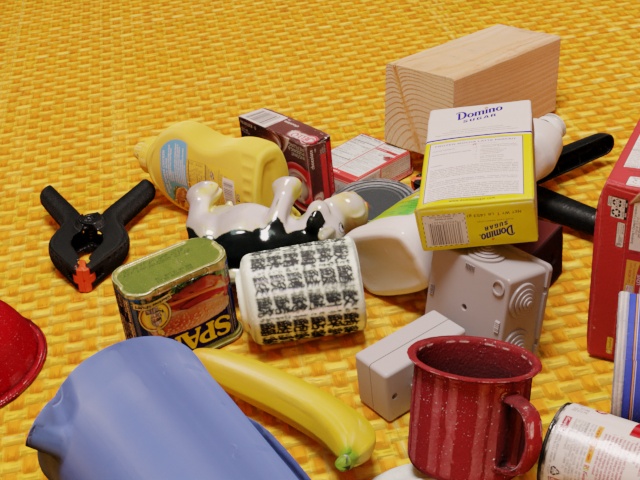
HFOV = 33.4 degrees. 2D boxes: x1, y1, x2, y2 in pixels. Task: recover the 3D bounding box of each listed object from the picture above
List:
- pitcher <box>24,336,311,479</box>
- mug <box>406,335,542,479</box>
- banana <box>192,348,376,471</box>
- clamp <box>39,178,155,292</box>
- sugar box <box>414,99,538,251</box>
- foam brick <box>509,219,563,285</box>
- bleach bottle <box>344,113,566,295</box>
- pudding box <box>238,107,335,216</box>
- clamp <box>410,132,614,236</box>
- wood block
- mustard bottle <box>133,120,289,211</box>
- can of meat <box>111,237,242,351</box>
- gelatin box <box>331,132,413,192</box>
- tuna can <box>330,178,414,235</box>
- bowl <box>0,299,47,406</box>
[{"bbox_3d":[-0.065,0.176,0.684,0.149,0.145,0.243,-35,44,-18],"label":"pitcher"},{"bbox_3d":[0.110,0.122,0.738,0.093,0.081,0.117,-5,16,-33],"label":"mug"},{"bbox_3d":[-0.020,0.123,0.806,0.198,0.069,0.037,23,86,46],"label":"banana"},{"bbox_3d":[-0.240,-0.011,1.075,0.120,0.039,0.171,-4,33,8],"label":"clamp"},{"bbox_3d":[0.133,-0.058,0.891,0.093,0.048,0.176,-5,29,14],"label":"sugar box"},{"bbox_3d":[0.172,0.020,0.935,0.051,0.053,0.078,17,40,33],"label":"foam brick"},{"bbox_3d":[0.139,-0.045,0.985,0.250,0.068,0.103,-38,15,-31],"label":"bleach bottle"},{"bbox_3d":[-0.033,-0.079,1.094,0.039,0.090,0.114,-26,36,-30],"label":"pudding box"},{"bbox_3d":[0.195,-0.049,1.053,0.210,0.036,0.164,-5,35,8],"label":"clamp"},{"bbox_3d":[0.168,-0.166,1.164,0.090,0.091,0.205,21,34,37],"label":"wood block"},{"bbox_3d":[-0.121,-0.072,1.093,0.192,0.096,0.058,18,38,34],"label":"mustard bottle"},{"bbox_3d":[-0.122,0.054,0.909,0.102,0.084,0.058,-24,36,-25],"label":"can of meat"},{"bbox_3d":[0.042,-0.077,1.133,0.089,0.030,0.073,-30,38,-35],"label":"gelatin box"},{"bbox_3d":[0.052,-0.026,1.046,0.086,0.034,0.086,-5,33,3],"label":"tuna can"},{"bbox_3d":[-0.322,0.090,0.919,0.162,0.055,0.162,-5,33,3],"label":"bowl"}]
